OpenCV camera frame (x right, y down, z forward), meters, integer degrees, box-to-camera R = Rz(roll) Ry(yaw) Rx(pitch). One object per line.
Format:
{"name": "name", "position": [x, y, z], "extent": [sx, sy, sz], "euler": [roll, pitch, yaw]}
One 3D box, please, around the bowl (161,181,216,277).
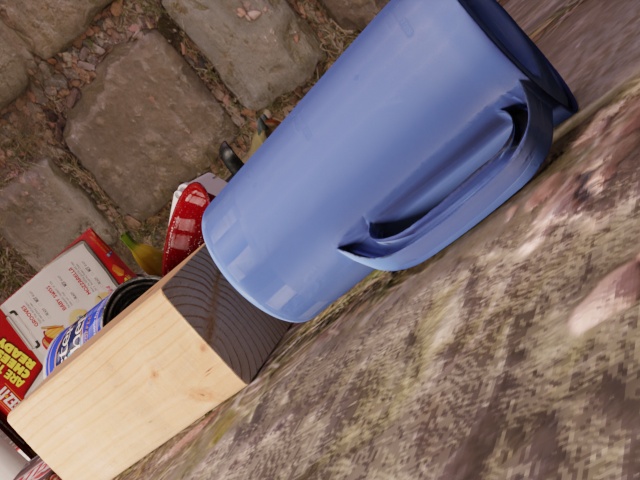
{"name": "bowl", "position": [-0.105, 0.027, 1.026], "extent": [0.162, 0.055, 0.162], "euler": [-175, 90, -66]}

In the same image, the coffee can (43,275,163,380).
{"name": "coffee can", "position": [-0.178, 0.102, 0.965], "extent": [0.141, 0.103, 0.102], "euler": [-33, 12, 49]}

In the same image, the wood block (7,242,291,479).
{"name": "wood block", "position": [-0.131, 0.098, 0.805], "extent": [0.206, 0.090, 0.090], "euler": [-38, 8, 34]}

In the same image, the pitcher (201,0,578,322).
{"name": "pitcher", "position": [0.038, -0.050, 0.690], "extent": [0.243, 0.145, 0.149], "euler": [-43, -6, 22]}

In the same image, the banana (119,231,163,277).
{"name": "banana", "position": [-0.206, 0.035, 1.449], "extent": [0.037, 0.070, 0.197], "euler": [-31, -20, 5]}

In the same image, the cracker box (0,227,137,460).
{"name": "cracker box", "position": [-0.273, 0.115, 1.151], "extent": [0.213, 0.164, 0.072], "euler": [-47, 7, -36]}
